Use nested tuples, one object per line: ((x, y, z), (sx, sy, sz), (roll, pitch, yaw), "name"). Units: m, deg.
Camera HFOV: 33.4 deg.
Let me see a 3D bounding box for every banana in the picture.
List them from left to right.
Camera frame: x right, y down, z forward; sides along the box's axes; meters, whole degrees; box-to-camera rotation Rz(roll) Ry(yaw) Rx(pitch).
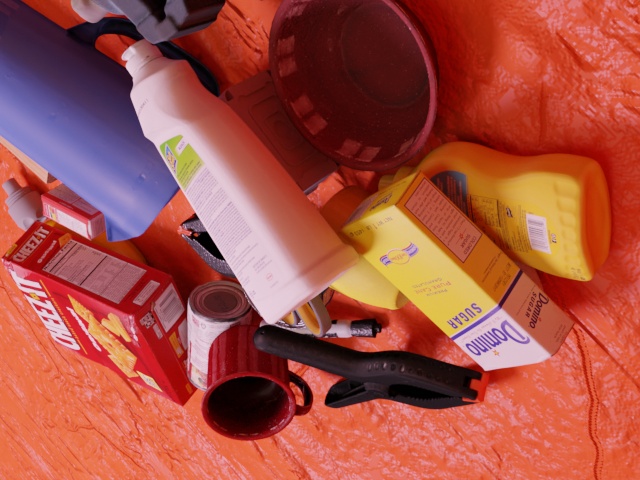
((-0.269, 0.006, 1.232), (0.198, 0.037, 0.070), (21, 126, 31), "banana")

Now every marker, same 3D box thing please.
((0.000, 0.085, 1.029), (0.121, 0.020, 0.020), (-2, 116, 20), "marker")

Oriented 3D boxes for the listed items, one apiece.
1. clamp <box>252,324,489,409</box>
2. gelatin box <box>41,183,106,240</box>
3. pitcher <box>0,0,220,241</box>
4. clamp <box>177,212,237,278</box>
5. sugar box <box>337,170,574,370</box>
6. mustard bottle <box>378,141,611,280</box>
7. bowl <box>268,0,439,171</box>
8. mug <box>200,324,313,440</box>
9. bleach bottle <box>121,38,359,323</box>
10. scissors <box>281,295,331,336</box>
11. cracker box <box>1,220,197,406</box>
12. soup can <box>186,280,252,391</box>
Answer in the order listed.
((0.058, 0.131, 0.998), (0.210, 0.036, 0.164), (5, 155, 25), "clamp")
((-0.238, -0.043, 1.135), (0.073, 0.089, 0.030), (25, 132, 28), "gelatin box")
((-0.221, -0.129, 0.986), (0.242, 0.149, 0.145), (36, 142, -12), "pitcher")
((-0.064, 0.005, 1.049), (0.171, 0.039, 0.120), (28, 126, 17), "clamp")
((0.105, 0.029, 0.837), (0.176, 0.048, 0.093), (45, 153, -11), "sugar box")
((0.128, -0.030, 0.839), (0.192, 0.058, 0.096), (12, 134, 36), "mustard bottle")
((0.037, -0.139, 0.852), (0.162, 0.055, 0.162), (22, 129, 30), "bowl")
((-0.061, 0.141, 1.066), (0.117, 0.081, 0.093), (17, 123, -16), "mug")
((-0.077, -0.059, 0.861), (0.251, 0.068, 0.103), (55, 145, 5), "bleach bottle")
((-0.056, 0.001, 0.947), (0.202, 0.016, 0.096), (56, 155, 2), "scissors")
((-0.238, 0.082, 1.200), (0.214, 0.072, 0.164), (19, 145, 31), "cracker box")
((-0.107, 0.101, 1.127), (0.069, 0.068, 0.102), (27, 131, 27), "soup can")
